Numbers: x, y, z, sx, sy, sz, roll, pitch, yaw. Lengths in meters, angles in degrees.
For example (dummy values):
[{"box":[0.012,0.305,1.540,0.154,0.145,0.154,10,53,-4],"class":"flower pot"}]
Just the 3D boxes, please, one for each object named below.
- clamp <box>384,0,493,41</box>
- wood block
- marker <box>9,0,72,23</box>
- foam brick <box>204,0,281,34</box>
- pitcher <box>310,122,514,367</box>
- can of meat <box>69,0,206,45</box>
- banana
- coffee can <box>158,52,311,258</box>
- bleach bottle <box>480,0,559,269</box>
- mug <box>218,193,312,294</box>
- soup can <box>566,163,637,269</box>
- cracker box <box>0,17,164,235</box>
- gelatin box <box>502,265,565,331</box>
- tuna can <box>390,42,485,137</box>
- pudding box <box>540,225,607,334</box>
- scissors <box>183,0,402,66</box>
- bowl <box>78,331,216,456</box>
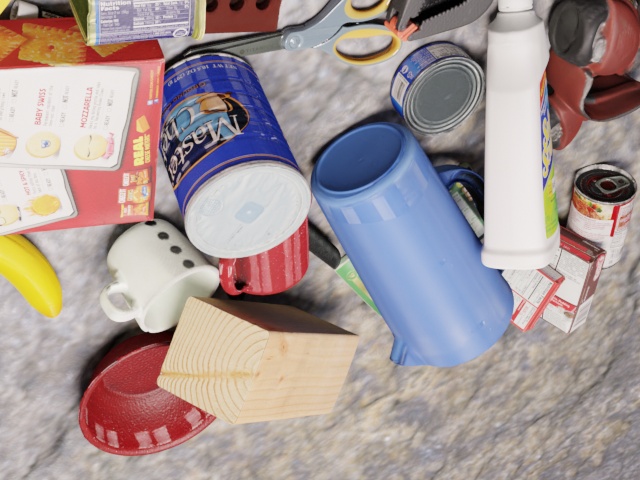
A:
[{"box":[0.135,-0.256,0.904,0.210,0.036,0.164,-38,130,1],"class":"clamp"},{"box":[-0.053,0.115,1.028,0.205,0.091,0.090,13,99,-65],"class":"wood block"},{"box":[-0.181,-0.161,0.833,0.120,0.020,0.020,12,121,-36],"class":"marker"},{"box":[-0.074,-0.197,0.838,0.078,0.051,0.053,-8,132,-23],"class":"foam brick"},{"box":[0.095,-0.004,1.046,0.145,0.149,0.242,-16,131,22],"class":"pitcher"},{"box":[-0.138,-0.186,0.778,0.083,0.102,0.057,-9,133,-19],"class":"can of meat"},{"box":[-0.287,0.012,0.919,0.070,0.037,0.197,-33,138,26],"class":"banana"},{"box":[-0.078,-0.071,0.874,0.102,0.140,0.103,-14,141,-12],"class":"coffee can"},{"box":[0.184,-0.106,0.994,0.068,0.102,0.251,1,107,22],"class":"bleach bottle"},{"box":[-0.056,0.001,0.941,0.093,0.117,0.081,13,134,17],"class":"mug"},{"box":[0.311,-0.025,1.194,0.068,0.068,0.102,-17,135,-16],"class":"soup can"},{"box":[-0.234,-0.085,0.819,0.213,0.072,0.164,-6,136,-19],"class":"cracker box"},{"box":[0.216,0.046,1.189,0.030,0.089,0.073,-22,145,-54],"class":"gelatin box"},{"box":[0.109,-0.142,1.002,0.086,0.034,0.086,-15,134,-17],"class":"tuna can"},{"box":[0.265,0.039,1.205,0.039,0.090,0.113,-31,142,-38],"class":"pudding box"},{"box":[-0.013,-0.188,0.906,0.201,0.016,0.096,0,126,-29],"class":"scissors"},{"box":[-0.172,0.144,1.084,0.162,0.055,0.162,-15,134,-17],"class":"bowl"}]
